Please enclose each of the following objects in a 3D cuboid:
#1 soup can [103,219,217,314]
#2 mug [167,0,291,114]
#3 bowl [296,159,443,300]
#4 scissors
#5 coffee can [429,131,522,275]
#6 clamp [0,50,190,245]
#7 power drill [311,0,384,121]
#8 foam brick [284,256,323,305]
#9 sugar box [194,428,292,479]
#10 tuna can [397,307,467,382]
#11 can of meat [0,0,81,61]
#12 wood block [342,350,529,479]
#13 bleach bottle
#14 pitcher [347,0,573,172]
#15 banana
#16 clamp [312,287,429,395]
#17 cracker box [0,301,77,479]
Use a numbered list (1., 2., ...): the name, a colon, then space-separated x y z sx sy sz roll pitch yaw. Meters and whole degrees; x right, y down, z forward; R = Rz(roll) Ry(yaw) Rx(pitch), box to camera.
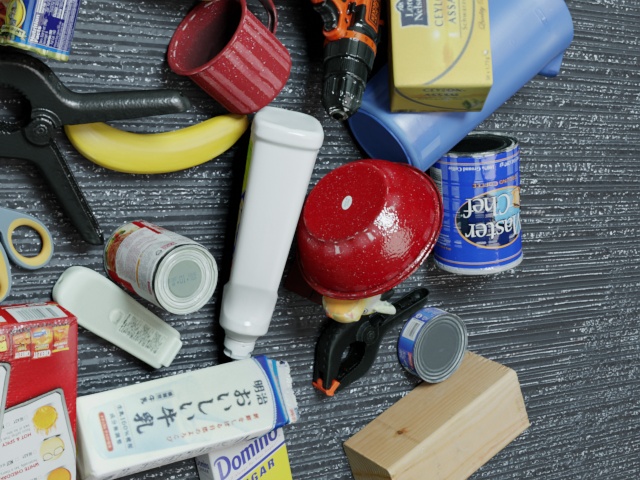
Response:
1. soup can: -0.149 0.024 0.989 0.068 0.102 0.068 -11 109 -35
2. mug: -0.077 -0.181 0.998 0.081 0.093 0.117 39 68 -42
3. bowl: 0.036 -0.024 1.045 0.162 0.162 0.055 -55 138 -12
4. scissors: -0.288 -0.043 0.922 0.096 0.016 0.202 -19 113 -33
5. coffee can: 0.176 -0.044 1.213 0.102 0.103 0.140 -18 112 -32
6. clamp: -0.226 -0.106 0.905 0.209 0.036 0.165 35 106 -25
7. power drill: -0.007 -0.229 1.006 0.187 0.057 0.184 41 48 -46
8. foam brick: 0.007 0.030 1.139 0.052 0.051 0.078 24 88 -39
9. sugar box: -0.077 0.267 1.148 0.093 0.048 0.176 -23 117 -30
10. tuna can: 0.133 0.124 1.271 0.085 0.034 0.086 -11 109 -34
11. can of meat: -0.233 -0.196 0.866 0.057 0.102 0.084 9 99 -39
12. wood block: 0.140 0.231 1.270 0.205 0.091 0.090 -32 119 -25
13. bleach bottle: -0.057 0.001 1.044 0.068 0.102 0.251 12 107 -5
14. pitcher: 0.138 -0.189 1.136 0.242 0.149 0.145 -44 156 -16
15. banana: -0.155 -0.095 0.989 0.197 0.037 0.070 4 110 -36
16. clamp: 0.055 0.099 1.204 0.120 0.039 0.171 27 92 -34
17. cracker box: -0.302 0.167 0.935 0.163 0.072 0.214 -6 107 -35
